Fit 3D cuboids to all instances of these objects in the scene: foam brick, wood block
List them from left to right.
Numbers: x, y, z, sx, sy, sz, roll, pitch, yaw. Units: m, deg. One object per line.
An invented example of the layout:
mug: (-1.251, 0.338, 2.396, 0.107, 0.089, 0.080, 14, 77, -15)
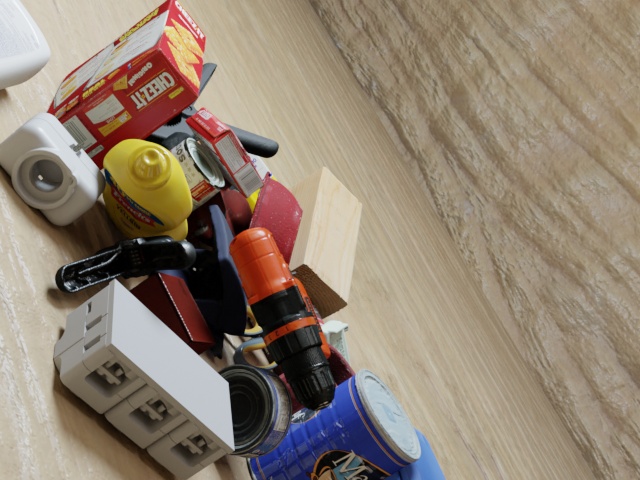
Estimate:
foam brick: (-0.145, 0.077, 1.009, 0.078, 0.051, 0.053, 60, 13, 19)
wood block: (-0.012, 0.009, 1.440, 0.090, 0.091, 0.206, 44, 33, -25)

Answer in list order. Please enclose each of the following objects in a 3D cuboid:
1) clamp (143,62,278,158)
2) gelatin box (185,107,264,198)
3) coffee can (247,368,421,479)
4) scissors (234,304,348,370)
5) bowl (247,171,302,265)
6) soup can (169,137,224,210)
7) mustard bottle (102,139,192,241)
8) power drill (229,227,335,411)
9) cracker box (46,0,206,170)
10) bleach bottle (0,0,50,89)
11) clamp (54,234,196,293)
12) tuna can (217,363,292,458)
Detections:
clamp: (-0.159, -0.145, 1.310, 0.209, 0.036, 0.165, -24, 63, -45)
gelatin box: (-0.106, -0.099, 1.192, 0.073, 0.030, 0.089, 41, -14, 50)
coffee can: (0.013, 0.207, 1.054, 0.102, 0.140, 0.103, 51, 14, -18)
scissors: (-0.045, 0.098, 1.247, 0.096, 0.016, 0.201, 52, 33, 8)
bowl: (-0.058, 0.002, 1.270, 0.055, 0.162, 0.162, 15, 18, -1)
soup can: (-0.164, -0.056, 1.161, 0.068, 0.102, 0.068, 51, 14, -18)
mustard bottle: (-0.167, -0.048, 1.031, 0.096, 0.058, 0.192, 45, -19, 3)
power drill: (-0.029, 0.087, 1.072, 0.187, 0.057, 0.184, 78, -11, -77)
cracker box: (-0.206, -0.165, 1.144, 0.072, 0.164, 0.213, 51, 14, -23)
bleach bottle: (-0.332, -0.177, 0.952, 0.102, 0.068, 0.250, 54, 15, -5)
clamp: (-0.162, 0.015, 0.976, 0.171, 0.120, 0.039, -69, 154, -80)
tuna can: (-0.071, 0.159, 0.996, 0.033, 0.086, 0.086, 29, 29, -59)
